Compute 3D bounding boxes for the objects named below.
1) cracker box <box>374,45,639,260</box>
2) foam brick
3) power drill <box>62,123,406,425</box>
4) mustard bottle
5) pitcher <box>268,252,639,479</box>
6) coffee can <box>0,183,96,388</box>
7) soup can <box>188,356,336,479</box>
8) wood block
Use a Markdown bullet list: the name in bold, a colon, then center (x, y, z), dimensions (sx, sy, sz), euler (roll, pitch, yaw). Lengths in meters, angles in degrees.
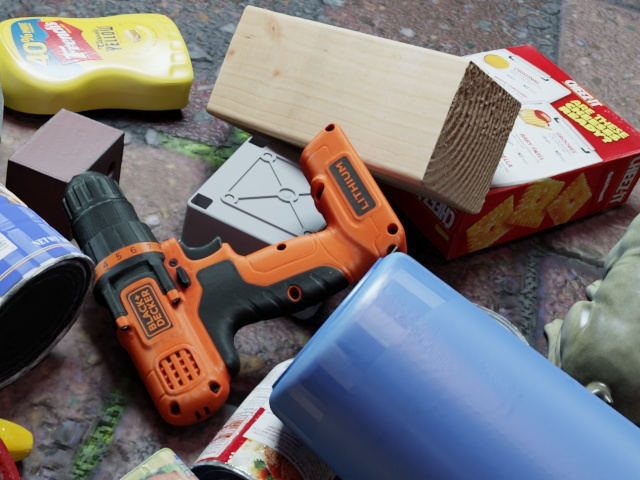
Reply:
- **cracker box**: center (0.144, -0.080, 0.890), dimensions (0.213, 0.072, 0.164), euler (-15, 49, -34)
- **foam brick**: center (-0.180, -0.047, 0.755), dimensions (0.051, 0.053, 0.078), euler (22, 40, 7)
- **power drill**: center (-0.054, 0.001, 0.676), dimensions (0.187, 0.057, 0.184), euler (-28, 68, -7)
- **mustard bottle**: center (-0.205, -0.141, 0.852), dimensions (0.191, 0.058, 0.096), euler (-7, 50, -25)
- **pitcher**: center (0.097, 0.119, 0.556), dimensions (0.243, 0.149, 0.144), euler (40, 56, 3)
- **coffee can**: center (-0.218, 0.007, 0.627), dimensions (0.140, 0.103, 0.102), euler (38, 44, 14)
- **soup can**: center (-0.023, 0.120, 0.601), dimensions (0.068, 0.069, 0.102), euler (28, 40, 13)
- **wood block**: center (0.028, -0.098, 0.787), dimensions (0.206, 0.090, 0.090), euler (22, 0, 36)
